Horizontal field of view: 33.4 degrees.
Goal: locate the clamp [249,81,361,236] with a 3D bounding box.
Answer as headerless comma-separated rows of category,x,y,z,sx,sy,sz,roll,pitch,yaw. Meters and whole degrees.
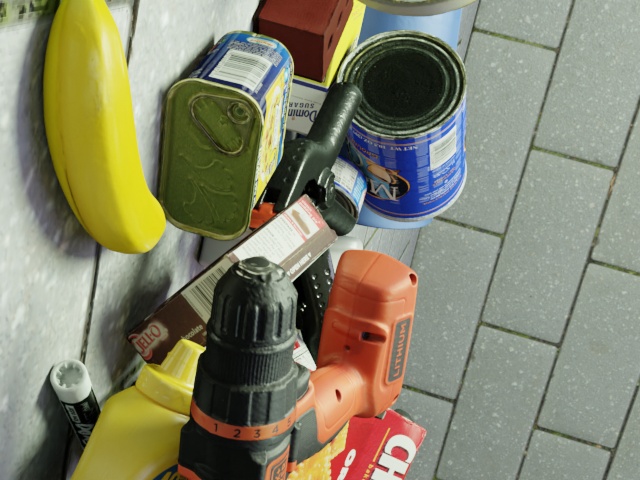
clamp,-0.006,-0.031,0.762,0.171,0.039,0.120,-50,138,-53

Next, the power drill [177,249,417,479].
power drill,-0.009,0.070,0.587,0.187,0.057,0.184,-34,139,-55

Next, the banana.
banana,-0.095,-0.040,0.493,0.198,0.037,0.069,93,16,-54

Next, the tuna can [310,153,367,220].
tuna can,-0.005,-0.043,0.886,0.086,0.086,0.033,89,17,-61

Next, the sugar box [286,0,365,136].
sugar box,0.009,-0.180,0.858,0.093,0.048,0.176,-57,160,-61

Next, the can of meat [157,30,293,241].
can of meat,-0.054,-0.066,0.642,0.083,0.057,0.102,-65,168,-54

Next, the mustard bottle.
mustard bottle,-0.109,0.142,0.573,0.191,0.058,0.096,-65,166,0

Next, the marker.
marker,-0.129,0.101,0.592,0.121,0.020,0.020,92,16,-57

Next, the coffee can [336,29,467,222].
coffee can,0.071,-0.092,0.890,0.140,0.103,0.102,75,32,-63

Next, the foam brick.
foam brick,-0.010,-0.162,0.758,0.053,0.051,0.078,91,17,-60

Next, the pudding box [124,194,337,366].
pudding box,-0.054,0.028,0.644,0.114,0.039,0.089,-34,-175,39
